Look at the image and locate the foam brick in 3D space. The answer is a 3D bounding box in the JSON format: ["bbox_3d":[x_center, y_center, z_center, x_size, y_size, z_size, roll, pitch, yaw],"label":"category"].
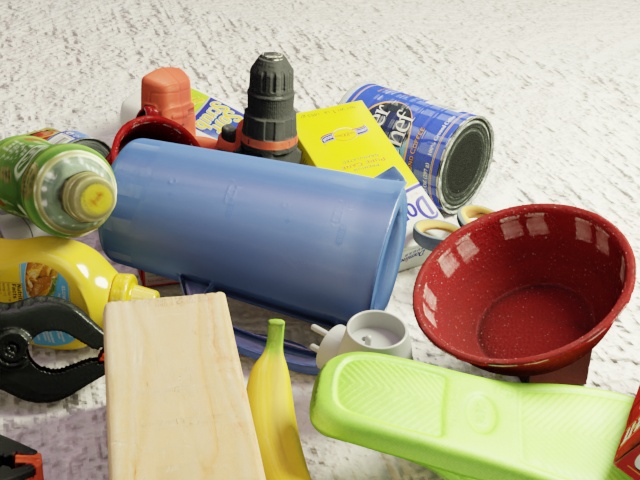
[{"bbox_3d":[0.175,0.073,0.844,0.053,0.051,0.078,-4,29,-8],"label":"foam brick"}]

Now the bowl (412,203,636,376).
[{"bbox_3d":[0.151,0.046,0.781,0.162,0.055,0.162,-14,40,12],"label":"bowl"}]

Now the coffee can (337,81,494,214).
[{"bbox_3d":[0.092,-0.097,1.096,0.140,0.103,0.102,23,35,33],"label":"coffee can"}]

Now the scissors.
[{"bbox_3d":[0.137,0.015,0.885,0.096,0.016,0.202,-5,25,-6],"label":"scissors"}]

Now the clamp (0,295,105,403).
[{"bbox_3d":[-0.233,0.086,0.781,0.171,0.120,0.039,16,5,-11],"label":"clamp"}]

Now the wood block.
[{"bbox_3d":[-0.092,0.128,0.692,0.090,0.091,0.206,-5,30,-10],"label":"wood block"}]

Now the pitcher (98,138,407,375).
[{"bbox_3d":[-0.056,0.001,0.872,0.243,0.145,0.149,13,23,11],"label":"pitcher"}]

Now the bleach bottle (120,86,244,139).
[{"bbox_3d":[-0.095,-0.105,1.146,0.251,0.068,0.102,23,38,30],"label":"bleach bottle"}]

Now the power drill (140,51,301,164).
[{"bbox_3d":[-0.096,-0.107,1.020,0.057,0.184,0.188,-20,35,-41],"label":"power drill"}]

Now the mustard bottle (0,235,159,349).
[{"bbox_3d":[-0.221,0.040,0.837,0.191,0.096,0.058,5,32,6],"label":"mustard bottle"}]

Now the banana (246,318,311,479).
[{"bbox_3d":[-0.025,0.139,0.697,0.037,0.070,0.198,-5,38,-11],"label":"banana"}]

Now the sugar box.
[{"bbox_3d":[0.039,-0.050,0.999,0.093,0.048,0.176,-16,57,-29],"label":"sugar box"}]

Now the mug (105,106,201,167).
[{"bbox_3d":[-0.167,-0.070,1.011,0.093,0.082,0.117,4,67,-29],"label":"mug"}]
